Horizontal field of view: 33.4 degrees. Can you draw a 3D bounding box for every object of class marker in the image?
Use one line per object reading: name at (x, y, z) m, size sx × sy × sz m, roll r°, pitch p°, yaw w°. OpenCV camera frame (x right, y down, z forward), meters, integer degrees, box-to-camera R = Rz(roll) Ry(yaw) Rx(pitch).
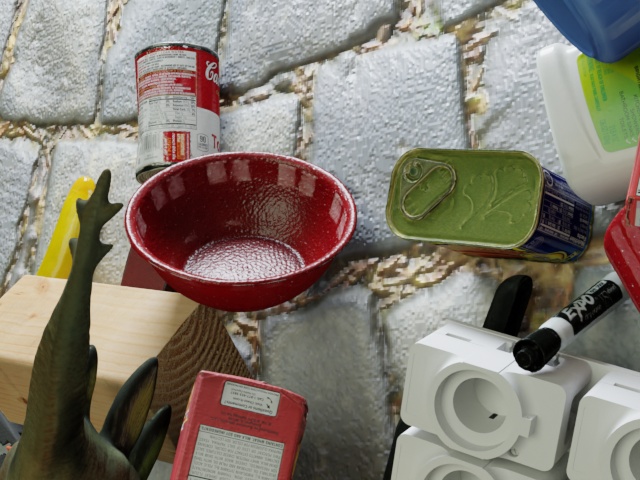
marker at (0.141, 0.044, 0.591) m, size 0.020 × 0.120 × 0.020 m, roll 15°, pitch 116°, yaw 35°

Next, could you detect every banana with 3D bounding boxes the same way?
banana at (-0.242, 0.039, 0.933) m, size 0.070 × 0.037 × 0.198 m, roll 45°, pitch 108°, yaw 33°

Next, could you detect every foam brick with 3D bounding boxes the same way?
foam brick at (-0.112, 0.010, 0.830) m, size 0.051 × 0.052 × 0.078 m, roll 16°, pitch 91°, yaw 38°

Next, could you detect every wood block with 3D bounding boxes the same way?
wood block at (-0.166, 0.094, 0.810) m, size 0.206 × 0.091 × 0.090 m, roll 4°, pitch 43°, yaw 37°

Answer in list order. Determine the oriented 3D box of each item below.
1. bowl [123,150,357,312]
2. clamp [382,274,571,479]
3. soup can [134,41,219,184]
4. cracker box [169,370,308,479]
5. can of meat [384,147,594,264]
bowl at (-0.055, 0.001, 0.752) m, size 0.162 × 0.161 × 0.055 m, roll 33°, pitch 138°, yaw 37°
clamp at (0.098, 0.104, 0.659) m, size 0.172 × 0.039 × 0.120 m, roll -35°, pitch 62°, yaw 27°
soup can at (-0.113, -0.097, 0.845) m, size 0.069 × 0.068 × 0.102 m, roll -11°, pitch 74°, yaw 35°
cracker box at (-0.066, 0.201, 0.635) m, size 0.072 × 0.164 × 0.213 m, roll 13°, pitch 70°, yaw -4°
can of meat at (0.105, -0.019, 0.652) m, size 0.102 × 0.083 × 0.057 m, roll 5°, pitch 84°, yaw 38°
